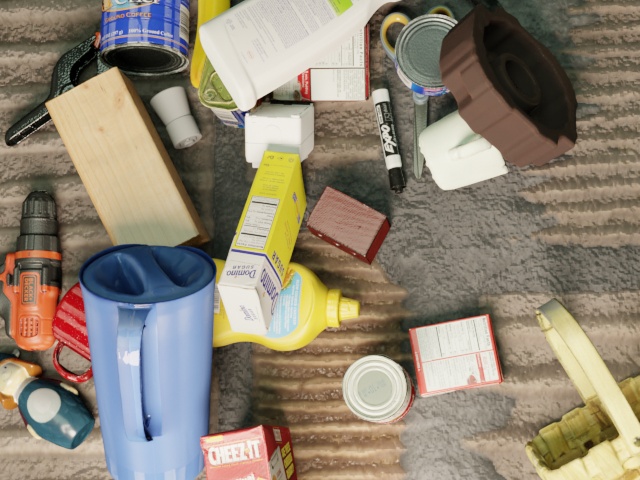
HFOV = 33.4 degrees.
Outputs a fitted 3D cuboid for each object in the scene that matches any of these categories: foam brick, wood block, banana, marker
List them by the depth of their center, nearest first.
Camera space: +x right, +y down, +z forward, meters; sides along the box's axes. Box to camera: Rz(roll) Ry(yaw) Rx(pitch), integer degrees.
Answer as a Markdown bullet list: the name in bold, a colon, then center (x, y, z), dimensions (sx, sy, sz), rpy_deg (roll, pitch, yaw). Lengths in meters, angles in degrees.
- **foam brick**: center (0.031, -0.017, 1.169), dimensions (0.078, 0.053, 0.051), rpy_deg (28, 85, 14)
- **wood block**: center (-0.211, -0.074, 1.185), dimensions (0.090, 0.091, 0.206), rpy_deg (-27, 85, 1)
- **marker**: center (0.077, -0.111, 1.196), dimensions (0.020, 0.020, 0.121), rpy_deg (-12, 78, 7)
- **banana**: center (-0.132, -0.271, 1.240), dimensions (0.037, 0.069, 0.198), rpy_deg (-5, 86, 34)

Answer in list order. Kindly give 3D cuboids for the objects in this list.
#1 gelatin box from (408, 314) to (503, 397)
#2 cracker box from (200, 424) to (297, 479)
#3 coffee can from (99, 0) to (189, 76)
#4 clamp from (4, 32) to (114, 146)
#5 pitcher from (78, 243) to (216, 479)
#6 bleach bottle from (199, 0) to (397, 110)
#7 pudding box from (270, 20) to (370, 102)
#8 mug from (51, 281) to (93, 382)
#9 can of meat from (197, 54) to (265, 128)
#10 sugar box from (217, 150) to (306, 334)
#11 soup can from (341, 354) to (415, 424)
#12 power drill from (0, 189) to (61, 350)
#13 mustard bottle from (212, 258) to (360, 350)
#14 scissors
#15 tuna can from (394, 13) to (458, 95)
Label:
- **gelatin box**: center (0.144, 0.123, 1.134), dimensions (0.089, 0.030, 0.073), rpy_deg (-11, 76, 7)
- **cracker box**: center (-0.059, 0.297, 1.067), dimensions (0.072, 0.164, 0.214), rpy_deg (-11, 78, 5)
- **coffee can**: center (-0.201, -0.273, 1.233), dimensions (0.103, 0.102, 0.140), rpy_deg (-2, 79, 9)
- **clamp**: center (-0.282, -0.158, 1.259), dimensions (0.120, 0.039, 0.171), rpy_deg (32, 89, 3)
- **pitcher**: center (-0.172, 0.136, 1.080), dimensions (0.145, 0.148, 0.243), rpy_deg (25, 124, 40)
- **bleach bottle**: center (0.001, -0.241, 1.140), dimensions (0.250, 0.068, 0.102), rpy_deg (-30, 82, -9)
- **pudding box**: center (0.000, -0.202, 1.202), dimensions (0.113, 0.039, 0.090), rpy_deg (1, 102, 8)
- **mug**: center (-0.247, 0.102, 1.173), dimensions (0.081, 0.093, 0.117), rpy_deg (28, 69, 18)
- **can of meat**: center (-0.093, -0.184, 1.206), dimensions (0.057, 0.084, 0.102), rpy_deg (11, 81, 11)
- **sugar box**: center (-0.057, 0.002, 1.116), dimensions (0.048, 0.093, 0.176), rpy_deg (6, 56, 11)
- **soup can**: center (0.061, 0.155, 1.105), dimensions (0.068, 0.102, 0.068), rpy_deg (-2, 79, 9)
- **power drill**: center (-0.390, 0.036, 1.229), dimensions (0.188, 0.057, 0.184), rpy_deg (-3, 79, 9)
- **mustard bottle**: center (-0.053, 0.071, 1.163), dimensions (0.192, 0.058, 0.096), rpy_deg (2, 73, 10)
- **scissors**: center (0.097, -0.176, 1.206), dimensions (0.096, 0.016, 0.202), rpy_deg (17, 82, 10)
- **tuna can**: center (0.125, -0.204, 1.181), dimensions (0.086, 0.034, 0.086), rpy_deg (0, 80, 2)
